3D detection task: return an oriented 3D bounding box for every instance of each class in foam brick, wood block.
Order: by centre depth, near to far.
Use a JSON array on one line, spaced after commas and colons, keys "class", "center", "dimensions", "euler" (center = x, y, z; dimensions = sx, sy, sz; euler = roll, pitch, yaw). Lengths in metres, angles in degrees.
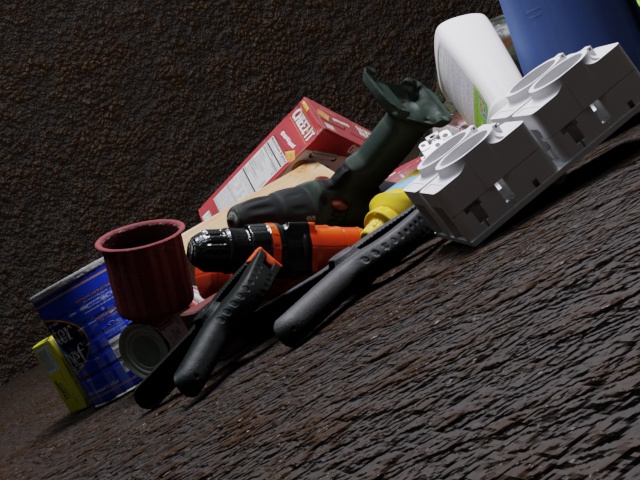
[{"class": "foam brick", "center": [-0.092, 0.078, 1.013], "dimensions": [0.051, 0.053, 0.078], "euler": [-31, 5, -20]}, {"class": "wood block", "center": [-0.058, 0.002, 1.248], "dimensions": [0.205, 0.090, 0.091], "euler": [-31, 38, -21]}]

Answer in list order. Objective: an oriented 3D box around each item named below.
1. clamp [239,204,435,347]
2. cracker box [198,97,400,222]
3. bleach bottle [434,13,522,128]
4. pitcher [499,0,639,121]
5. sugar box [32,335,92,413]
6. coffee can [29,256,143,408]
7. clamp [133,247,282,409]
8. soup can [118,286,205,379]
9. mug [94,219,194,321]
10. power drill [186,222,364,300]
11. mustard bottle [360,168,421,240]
[{"class": "clamp", "center": [0.025, 0.028, 0.910], "dimensions": [0.210, 0.036, 0.165], "euler": [-34, 6, -8]}, {"class": "cracker box", "center": [-0.029, -0.068, 1.379], "dimensions": [0.214, 0.072, 0.163], "euler": [-45, -37, 21]}, {"class": "bleach bottle", "center": [0.173, -0.128, 1.038], "dimensions": [0.068, 0.102, 0.251], "euler": [-15, 36, 0]}, {"class": "pitcher", "center": [0.247, -0.225, 1.021], "dimensions": [0.149, 0.243, 0.145], "euler": [-22, 5, 4]}, {"class": "sugar box", "center": [-0.249, 0.123, 1.288], "dimensions": [0.048, 0.093, 0.175], "euler": [-26, 5, 43]}, {"class": "coffee can", "center": [-0.241, 0.099, 1.181], "dimensions": [0.103, 0.140, 0.103], "euler": [-30, 4, 2]}, {"class": "clamp", "center": [-0.096, 0.079, 0.920], "dimensions": [0.120, 0.039, 0.171], "euler": [-23, 23, 49]}, {"class": "soup can", "center": [-0.158, 0.098, 1.133], "dimensions": [0.069, 0.068, 0.102], "euler": [-27, 5, 34]}, {"class": "mug", "center": [-0.178, 0.028, 1.106], "dimensions": [0.093, 0.081, 0.117], "euler": [-11, 18, -4]}, {"class": "power drill", "center": [-0.064, 0.023, 1.067], "dimensions": [0.184, 0.057, 0.188], "euler": [2, -10, -23]}, {"class": "mustard bottle", "center": [0.105, -0.041, 1.047], "dimensions": [0.096, 0.058, 0.191], "euler": [-4, 22, 47]}]
